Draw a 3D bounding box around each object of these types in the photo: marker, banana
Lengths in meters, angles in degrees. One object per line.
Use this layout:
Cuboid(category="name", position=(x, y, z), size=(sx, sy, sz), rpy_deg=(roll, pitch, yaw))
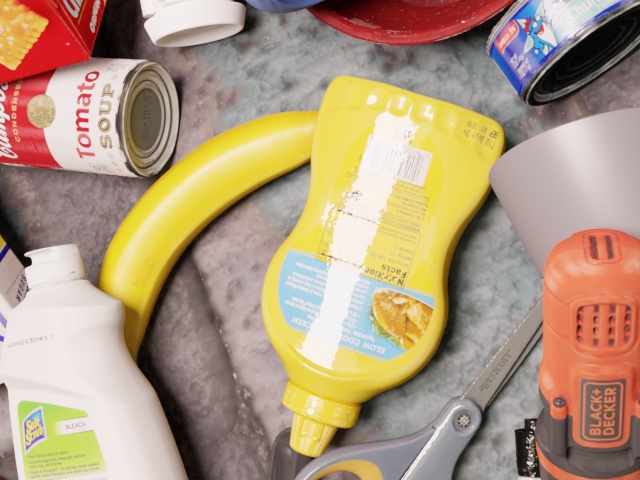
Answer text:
Cuboid(category="marker", position=(0.105, 0.149, 0.527), size=(0.020, 0.020, 0.121), rpy_deg=(-1, 84, 20))
Cuboid(category="banana", position=(-0.071, -0.007, 0.603), size=(0.069, 0.037, 0.198), rpy_deg=(37, 100, -2))

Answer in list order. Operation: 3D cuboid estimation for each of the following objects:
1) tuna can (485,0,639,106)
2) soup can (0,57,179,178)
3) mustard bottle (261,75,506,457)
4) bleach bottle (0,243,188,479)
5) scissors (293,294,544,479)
Cuboid(category="tuna can", position=(0.124, -0.102, 0.511), size=(0.086, 0.086, 0.034), rpy_deg=(-35, 75, 14))
Cuboid(category="soup can", position=(-0.142, -0.073, 0.617), size=(0.102, 0.068, 0.068), rpy_deg=(6, 87, 20))
Cuboid(category="mustard bottle", position=(0.022, 0.019, 0.550), size=(0.096, 0.058, 0.191), rpy_deg=(19, 91, 9))
Cuboid(category="bleach bottle", position=(-0.112, 0.125, 0.568), size=(0.103, 0.068, 0.251), rpy_deg=(-13, 87, 25))
Cuboid(category="scissors", position=(0.051, 0.089, 0.536), size=(0.096, 0.016, 0.202), rpy_deg=(22, 93, -11))
